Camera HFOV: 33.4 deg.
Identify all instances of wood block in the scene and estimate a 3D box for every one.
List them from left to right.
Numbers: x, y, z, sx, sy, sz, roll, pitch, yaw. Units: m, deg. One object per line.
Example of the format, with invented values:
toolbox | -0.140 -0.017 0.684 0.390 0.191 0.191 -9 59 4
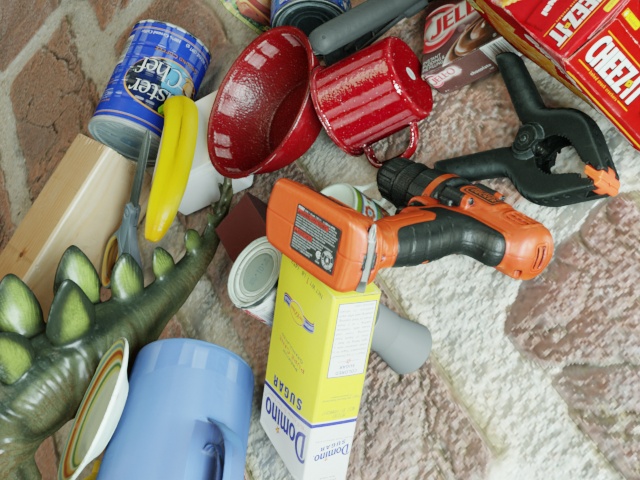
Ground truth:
wood block | -0.287 -0.010 1.243 0.091 0.090 0.206 26 82 51

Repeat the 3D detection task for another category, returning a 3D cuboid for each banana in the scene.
banana | -0.152 -0.089 1.110 0.070 0.037 0.198 123 156 -45

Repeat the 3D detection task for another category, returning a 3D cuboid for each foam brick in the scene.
foam brick | -0.057 0.001 1.016 0.051 0.053 0.078 -47 38 10

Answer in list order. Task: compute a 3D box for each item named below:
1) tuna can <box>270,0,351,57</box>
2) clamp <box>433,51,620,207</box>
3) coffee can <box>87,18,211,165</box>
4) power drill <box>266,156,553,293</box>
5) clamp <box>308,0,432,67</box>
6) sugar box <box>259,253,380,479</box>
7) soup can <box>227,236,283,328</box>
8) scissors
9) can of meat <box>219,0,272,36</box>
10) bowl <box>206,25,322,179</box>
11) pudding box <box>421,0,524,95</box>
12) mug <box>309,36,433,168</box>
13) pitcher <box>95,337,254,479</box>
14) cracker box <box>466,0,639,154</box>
tuna can | -0.010 -0.232 1.115 0.086 0.086 0.033 -27 46 32
clamp | 0.171 -0.085 0.843 0.172 0.039 0.120 24 97 47
coffee can | -0.201 -0.174 1.264 0.103 0.102 0.140 -2 61 46
power drill | 0.055 -0.018 0.807 0.185 0.187 0.057 32 120 47
clamp | 0.079 -0.229 1.024 0.210 0.036 0.164 -33 1 -1
sugar box | -0.005 0.094 0.822 0.093 0.048 0.176 49 135 52
soup can | -0.020 0.048 0.901 0.069 0.102 0.068 -28 45 31
scissors | -0.198 -0.012 1.144 0.096 0.016 0.202 60 137 36
can of meat | -0.053 -0.277 1.184 0.084 0.102 0.057 -36 41 26
bowl | -0.043 -0.128 1.058 0.162 0.055 0.162 -26 53 41
pudding box | 0.145 -0.192 0.956 0.114 0.039 0.090 -21 48 36
mug | 0.053 -0.123 0.974 0.082 0.093 0.117 -23 78 28
pitcher | -0.118 0.203 0.872 0.149 0.145 0.242 1 55 11
cracker box | 0.187 -0.151 0.778 0.072 0.164 0.214 -47 38 13
